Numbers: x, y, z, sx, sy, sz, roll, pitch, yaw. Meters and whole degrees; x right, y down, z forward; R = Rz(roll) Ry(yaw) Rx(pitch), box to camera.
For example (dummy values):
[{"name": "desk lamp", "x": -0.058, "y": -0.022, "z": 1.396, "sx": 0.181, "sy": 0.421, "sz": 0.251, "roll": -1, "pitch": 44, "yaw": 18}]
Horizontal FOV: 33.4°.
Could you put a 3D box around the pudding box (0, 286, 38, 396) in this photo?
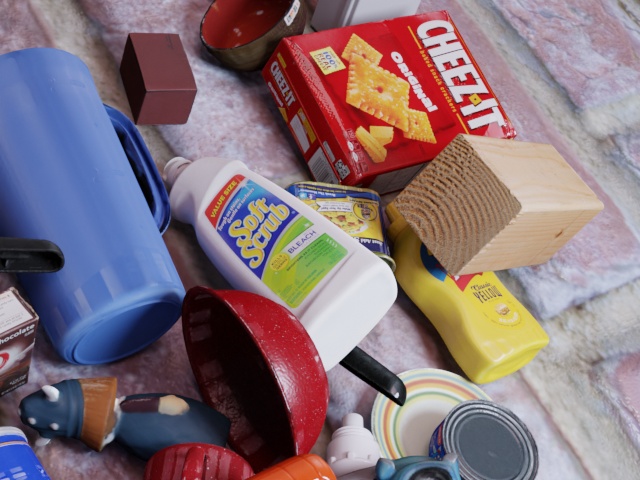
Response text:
[{"name": "pudding box", "x": -0.262, "y": 0.092, "z": 0.764, "sx": 0.113, "sy": 0.090, "sz": 0.039, "roll": -31, "pitch": 68, "yaw": -37}]

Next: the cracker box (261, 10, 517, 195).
[{"name": "cracker box", "x": 0.071, "y": -0.138, "z": 1.077, "sx": 0.213, "sy": 0.072, "sz": 0.164, "roll": -17, "pitch": 73, "yaw": -31}]

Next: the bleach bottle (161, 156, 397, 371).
[{"name": "bleach bottle", "x": -0.056, "y": 0.001, "z": 0.897, "sx": 0.102, "sy": 0.068, "sz": 0.251, "roll": -44, "pitch": 53, "yaw": -14}]

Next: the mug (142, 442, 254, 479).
[{"name": "mug", "x": -0.089, "y": 0.189, "z": 0.744, "sx": 0.093, "sy": 0.117, "sz": 0.081, "roll": 3, "pitch": 46, "yaw": 1}]

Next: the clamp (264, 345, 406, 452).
[{"name": "clamp", "x": -0.011, "y": 0.096, "z": 0.883, "sx": 0.120, "sy": 0.039, "sz": 0.171, "roll": -27, "pitch": 46, "yaw": -1}]

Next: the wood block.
[{"name": "wood block", "x": 0.169, "y": -0.033, "z": 0.983, "sx": 0.090, "sy": 0.091, "sz": 0.205, "roll": 53, "pitch": 27, "yaw": 20}]

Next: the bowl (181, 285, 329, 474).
[{"name": "bowl", "x": -0.041, "y": 0.099, "z": 0.796, "sx": 0.055, "sy": 0.162, "sz": 0.162, "roll": -24, "pitch": 65, "yaw": -26}]

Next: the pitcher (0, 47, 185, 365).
[{"name": "pitcher", "x": -0.196, "y": -0.027, "z": 0.868, "sx": 0.149, "sy": 0.145, "sz": 0.243, "roll": -27, "pitch": 68, "yaw": -8}]

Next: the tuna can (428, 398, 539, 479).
[{"name": "tuna can", "x": 0.132, "y": 0.174, "z": 0.866, "sx": 0.086, "sy": 0.034, "sz": 0.086, "roll": 12, "pitch": 50, "yaw": -15}]

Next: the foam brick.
[{"name": "foam brick", "x": -0.157, "y": -0.155, "z": 1.028, "sx": 0.052, "sy": 0.051, "sz": 0.078, "roll": -4, "pitch": 55, "yaw": -26}]

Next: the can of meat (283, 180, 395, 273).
[{"name": "can of meat", "x": 0.011, "y": -0.004, "z": 0.973, "sx": 0.102, "sy": 0.058, "sz": 0.084, "roll": 7, "pitch": 50, "yaw": -16}]

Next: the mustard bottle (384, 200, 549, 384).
[{"name": "mustard bottle", "x": 0.120, "y": 0.038, "z": 0.981, "sx": 0.096, "sy": 0.058, "sz": 0.192, "roll": -14, "pitch": 59, "yaw": -43}]
